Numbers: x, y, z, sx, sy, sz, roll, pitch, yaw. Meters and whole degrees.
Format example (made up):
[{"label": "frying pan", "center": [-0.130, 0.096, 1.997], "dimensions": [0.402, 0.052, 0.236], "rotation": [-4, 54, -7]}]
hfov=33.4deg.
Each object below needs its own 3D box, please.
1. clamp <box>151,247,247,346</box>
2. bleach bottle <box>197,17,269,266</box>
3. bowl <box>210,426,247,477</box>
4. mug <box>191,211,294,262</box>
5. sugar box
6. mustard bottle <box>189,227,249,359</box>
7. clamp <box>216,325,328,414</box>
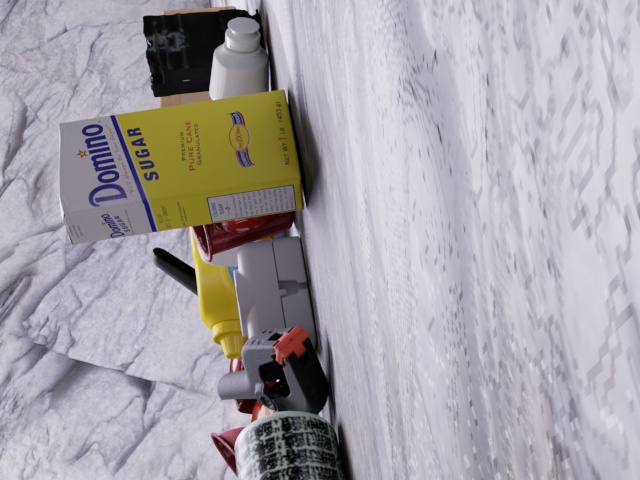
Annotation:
[{"label": "clamp", "center": [-0.105, 0.076, 1.282], "dimensions": [0.036, 0.165, 0.210], "rotation": [-58, -44, -62]}, {"label": "bleach bottle", "center": [-0.081, -0.098, 1.018], "dimensions": [0.102, 0.068, 0.251], "rotation": [-96, 11, -50]}, {"label": "bowl", "center": [-0.055, 0.266, 1.218], "dimensions": [0.162, 0.055, 0.162], "rotation": [46, 163, 18]}, {"label": "mug", "center": [-0.070, -0.034, 0.925], "dimensions": [0.117, 0.081, 0.093], "rotation": [-140, 34, -66]}, {"label": "sugar box", "center": [-0.106, -0.057, 0.802], "dimensions": [0.048, 0.176, 0.093], "rotation": [88, 172, -54]}, {"label": "mustard bottle", "center": [-0.104, 0.036, 1.151], "dimensions": [0.096, 0.058, 0.191], "rotation": [58, -161, -61]}, {"label": "clamp", "center": [-0.025, 0.127, 0.853], "dimensions": [0.039, 0.120, 0.172], "rotation": [-50, -6, -28]}]
